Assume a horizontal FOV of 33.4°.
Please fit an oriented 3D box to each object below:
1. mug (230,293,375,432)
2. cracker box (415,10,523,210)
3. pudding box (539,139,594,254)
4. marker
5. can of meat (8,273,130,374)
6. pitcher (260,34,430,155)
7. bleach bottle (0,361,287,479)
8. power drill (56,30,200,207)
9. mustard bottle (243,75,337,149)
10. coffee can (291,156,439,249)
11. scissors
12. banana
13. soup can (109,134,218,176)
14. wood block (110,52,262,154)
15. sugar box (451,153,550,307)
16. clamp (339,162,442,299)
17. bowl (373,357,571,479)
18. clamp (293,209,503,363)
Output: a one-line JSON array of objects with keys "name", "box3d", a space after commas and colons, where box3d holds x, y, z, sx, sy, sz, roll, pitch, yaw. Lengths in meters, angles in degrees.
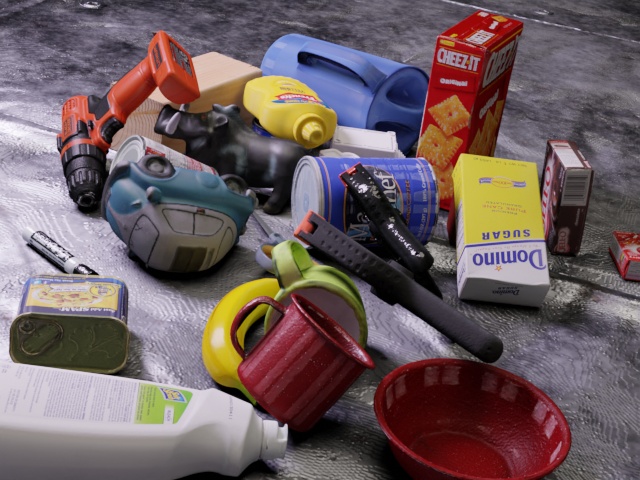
[{"name": "mug", "box3d": [-0.024, 0.097, 0.887, 0.117, 0.081, 0.093, 41, 5, -10]}, {"name": "cracker box", "box3d": [0.186, -0.166, 1.349, 0.072, 0.214, 0.164, 19, 29, 19]}, {"name": "pudding box", "box3d": [0.289, -0.052, 1.272, 0.039, 0.113, 0.090, 2, 27, -6]}, {"name": "marker", "box3d": [-0.263, 0.017, 1.084, 0.020, 0.020, 0.121, -19, 38, -42]}, {"name": "can of meat", "box3d": [-0.221, 0.071, 0.953, 0.102, 0.057, 0.084, 4, 25, -10]}, {"name": "pitcher", "box3d": [0.025, -0.213, 1.478, 0.144, 0.149, 0.243, -18, 34, -41]}, {"name": "bleach bottle", "box3d": [-0.150, 0.148, 0.821, 0.250, 0.068, 0.102, 7, 28, -8]}, {"name": "power drill", "box3d": [-0.227, -0.143, 1.233, 0.057, 0.188, 0.184, 41, 22, -41]}, {"name": "mustard bottle", "box3d": [-0.032, -0.157, 1.341, 0.096, 0.058, 0.192, 6, 20, -20]}, {"name": "coffee can", "box3d": [0.048, -0.043, 1.195, 0.140, 0.103, 0.103, -1, 29, -18]}, {"name": "scissors", "box3d": [-0.058, 0.001, 1.151, 0.096, 0.016, 0.202, 14, 17, -43]}, {"name": "banana", "box3d": [-0.072, 0.082, 1.001, 0.069, 0.037, 0.197, 36, 28, -12]}, {"name": "soup can", "box3d": [-0.172, -0.068, 1.176, 0.102, 0.068, 0.069, 24, 15, -36]}, {"name": "wood block", "box3d": [-0.175, -0.176, 1.402, 0.091, 0.090, 0.205, 24, 31, 25]}, {"name": "sugar box", "box3d": [0.197, -0.014, 1.175, 0.093, 0.048, 0.176, 6, 50, -5]}, {"name": "clamp", "box3d": [0.071, -0.013, 1.080, 0.039, 0.120, 0.171, -32, 73, -9]}, {"name": "bowl", "box3d": [0.119, 0.164, 0.873, 0.162, 0.055, 0.162, 7, 27, -4]}, {"name": "clamp", "box3d": [0.071, 0.043, 0.969, 0.210, 0.036, 0.165, 34, -1, -11]}]
